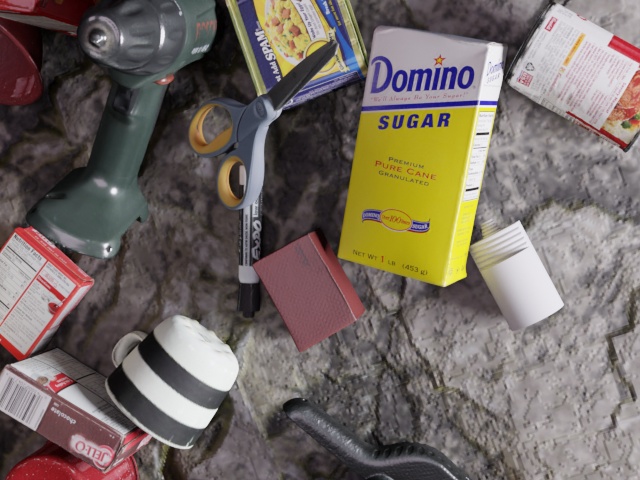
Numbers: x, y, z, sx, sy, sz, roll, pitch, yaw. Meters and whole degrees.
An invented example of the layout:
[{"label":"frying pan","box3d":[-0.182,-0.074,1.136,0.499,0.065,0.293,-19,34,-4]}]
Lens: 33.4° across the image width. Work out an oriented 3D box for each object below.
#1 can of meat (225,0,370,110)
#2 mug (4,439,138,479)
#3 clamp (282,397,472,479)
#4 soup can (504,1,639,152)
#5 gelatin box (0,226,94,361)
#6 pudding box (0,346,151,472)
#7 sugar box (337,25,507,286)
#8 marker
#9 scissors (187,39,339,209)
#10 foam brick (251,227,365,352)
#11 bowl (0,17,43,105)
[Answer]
[{"label":"can of meat","box3d":[-0.015,-0.155,0.805,0.084,0.057,0.102,-19,91,10]},{"label":"mug","box3d":[-0.197,0.212,0.859,0.093,0.081,0.117,-35,87,12]},{"label":"clamp","box3d":[0.042,0.180,0.826,0.171,0.039,0.120,0,110,6]},{"label":"soup can","box3d":[0.192,-0.116,0.759,0.102,0.068,0.068,31,100,8]},{"label":"gelatin box","box3d":[-0.242,0.044,0.881,0.073,0.030,0.089,40,102,7]},{"label":"pudding box","box3d":[-0.192,0.132,0.848,0.113,0.090,0.039,31,98,8]},{"label":"sugar box","box3d":[0.073,-0.063,0.780,0.093,0.048,0.176,15,106,27]},{"label":"marker","box3d":[-0.056,0.001,0.845,0.020,0.020,0.121,2,95,11]},{"label":"scissors","box3d":[-0.038,-0.076,0.772,0.202,0.016,0.096,-8,98,54]},{"label":"foam brick","box3d":[-0.008,0.037,0.821,0.053,0.051,0.078,-28,89,11]},{"label":"bowl","box3d":[-0.275,-0.175,0.827,0.162,0.162,0.055,21,67,9]}]
